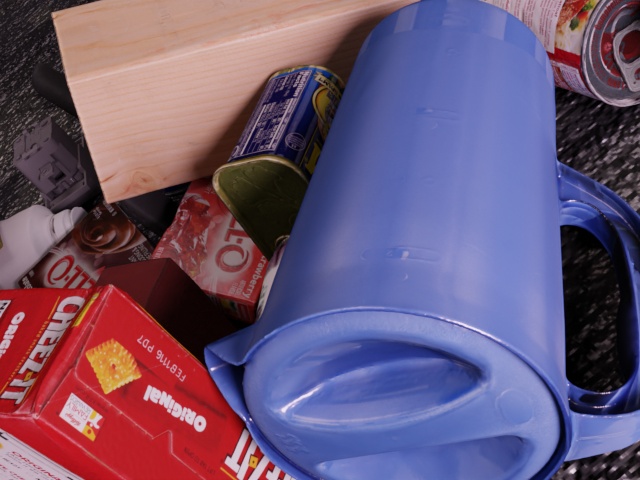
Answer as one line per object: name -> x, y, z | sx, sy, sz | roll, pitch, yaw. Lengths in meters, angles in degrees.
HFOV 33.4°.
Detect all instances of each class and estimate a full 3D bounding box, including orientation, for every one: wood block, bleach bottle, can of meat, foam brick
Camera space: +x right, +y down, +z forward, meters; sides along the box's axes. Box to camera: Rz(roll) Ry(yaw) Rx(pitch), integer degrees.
wood block -> -0.048, -0.108, 0.655 | 0.206, 0.091, 0.090 | -16, 42, -8
bleach bottle -> -0.280, 0.030, 0.822 | 0.251, 0.068, 0.102 | -24, 39, 19
can of meat -> -0.004, -0.036, 0.599 | 0.058, 0.102, 0.084 | -9, 42, 33
foam brick -> -0.090, 0.055, 0.600 | 0.053, 0.078, 0.051 | -10, 43, 36

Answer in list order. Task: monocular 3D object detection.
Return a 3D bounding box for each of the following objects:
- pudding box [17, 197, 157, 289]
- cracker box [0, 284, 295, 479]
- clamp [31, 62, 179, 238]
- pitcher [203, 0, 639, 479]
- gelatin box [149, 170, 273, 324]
pudding box -> -0.148, 0.029, 0.715 | 0.090, 0.039, 0.114 | -44, 34, -4
cracker box -> -0.128, 0.093, 0.518 | 0.214, 0.164, 0.072 | -4, 50, 41
clamp -> -0.095, -0.079, 0.734 | 0.164, 0.036, 0.210 | -27, 59, -5
pitcher -> 0.061, -0.005, 0.496 | 0.145, 0.149, 0.242 | -33, 29, 37
gelatin box -> -0.054, 0.001, 0.641 | 0.073, 0.030, 0.089 | 14, 58, 16
